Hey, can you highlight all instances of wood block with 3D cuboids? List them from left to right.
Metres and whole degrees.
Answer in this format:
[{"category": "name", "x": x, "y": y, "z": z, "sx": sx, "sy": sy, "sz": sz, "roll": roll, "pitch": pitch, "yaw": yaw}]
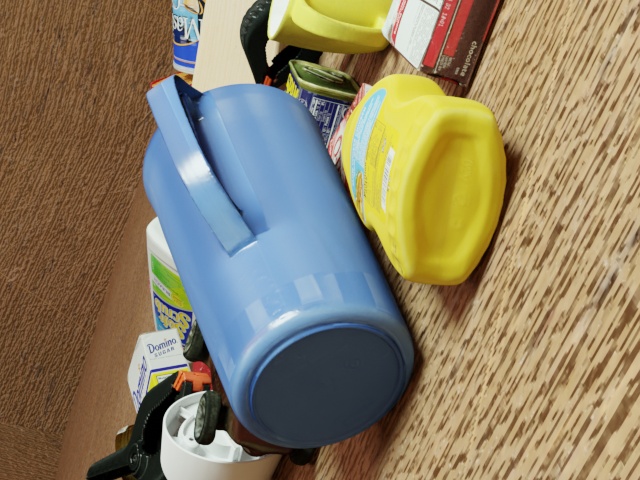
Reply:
[{"category": "wood block", "x": -0.065, "y": -0.149, "z": 1.038, "sx": 0.090, "sy": 0.091, "sz": 0.206, "roll": 49, "pitch": -140, "yaw": -56}]

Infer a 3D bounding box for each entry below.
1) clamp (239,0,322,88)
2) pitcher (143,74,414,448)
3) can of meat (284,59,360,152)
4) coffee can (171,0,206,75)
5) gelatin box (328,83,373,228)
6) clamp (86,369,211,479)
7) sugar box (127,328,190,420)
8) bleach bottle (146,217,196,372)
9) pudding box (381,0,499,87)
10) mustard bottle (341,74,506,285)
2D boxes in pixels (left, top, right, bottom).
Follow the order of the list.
[{"category": "clamp", "x": -0.028, "y": -0.203, "z": 0.908, "sx": 0.172, "sy": 0.120, "sz": 0.039, "roll": -53, "pitch": 27, "yaw": 31}, {"category": "pitcher", "x": -0.035, "y": 0.005, "z": 0.673, "sx": 0.243, "sy": 0.149, "sz": 0.145, "roll": -116, "pitch": 37, "yaw": -51}, {"category": "can of meat", "x": -0.006, "y": -0.099, "z": 0.904, "sx": 0.102, "sy": 0.057, "sz": 0.084, "roll": -111, "pitch": 35, "yaw": -68}, {"category": "coffee can", "x": -0.111, "y": -0.259, "z": 1.162, "sx": 0.103, "sy": 0.102, "sz": 0.140, "roll": -110, "pitch": 19, "yaw": -67}, {"category": "gelatin box", "x": 0.028, "y": -0.058, "z": 0.780, "sx": 0.073, "sy": 0.030, "sz": 0.089, "roll": 122, "pitch": 158, "yaw": -51}, {"category": "clamp", "x": -0.156, "y": 0.195, "z": 0.956, "sx": 0.165, "sy": 0.036, "sz": 0.210, "roll": 47, "pitch": 119, "yaw": 51}, {"category": "sugar box", "x": -0.140, "y": 0.183, "z": 1.019, "sx": 0.176, "sy": 0.048, "sz": 0.093, "roll": 65, "pitch": 150, "yaw": 28}, {"category": "bleach bottle", "x": -0.136, "y": 0.082, "z": 1.145, "sx": 0.068, "sy": 0.103, "sz": 0.251, "roll": -35, "pitch": -31, "yaw": -33}, {"category": "pudding box", "x": 0.079, "y": -0.154, "z": 0.668, "sx": 0.113, "sy": 0.039, "sz": 0.090, "roll": -114, "pitch": 41, "yaw": -65}, {"category": "mustard bottle", "x": 0.050, "y": -0.047, "z": 0.624, "sx": 0.192, "sy": 0.058, "sz": 0.096, "roll": -122, "pitch": 37, "yaw": -71}]
